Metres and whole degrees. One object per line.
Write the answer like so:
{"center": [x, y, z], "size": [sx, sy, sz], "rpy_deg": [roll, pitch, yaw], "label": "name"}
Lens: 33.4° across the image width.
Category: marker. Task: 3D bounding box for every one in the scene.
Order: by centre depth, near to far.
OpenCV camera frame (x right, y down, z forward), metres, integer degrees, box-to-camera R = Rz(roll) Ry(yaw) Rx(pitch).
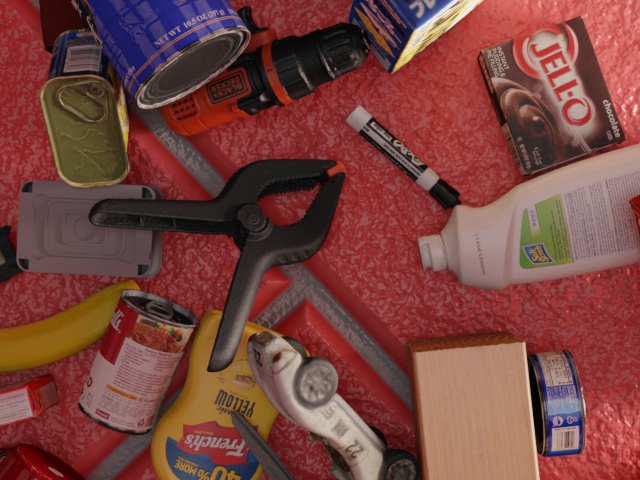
{"center": [0.072, -0.069, 0.907], "size": [0.121, 0.020, 0.020], "rpy_deg": [41, 91, 1], "label": "marker"}

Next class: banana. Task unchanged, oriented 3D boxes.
{"center": [-0.249, 0.075, 0.903], "size": [0.198, 0.037, 0.069], "rpy_deg": [-5, 90, 1], "label": "banana"}

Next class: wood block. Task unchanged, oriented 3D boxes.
{"center": [0.127, 0.184, 0.872], "size": [0.091, 0.090, 0.206], "rpy_deg": [-6, 91, 1], "label": "wood block"}

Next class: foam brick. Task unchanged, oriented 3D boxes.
{"center": [-0.191, -0.184, 0.893], "size": [0.078, 0.053, 0.051], "rpy_deg": [-6, 90, 1], "label": "foam brick"}

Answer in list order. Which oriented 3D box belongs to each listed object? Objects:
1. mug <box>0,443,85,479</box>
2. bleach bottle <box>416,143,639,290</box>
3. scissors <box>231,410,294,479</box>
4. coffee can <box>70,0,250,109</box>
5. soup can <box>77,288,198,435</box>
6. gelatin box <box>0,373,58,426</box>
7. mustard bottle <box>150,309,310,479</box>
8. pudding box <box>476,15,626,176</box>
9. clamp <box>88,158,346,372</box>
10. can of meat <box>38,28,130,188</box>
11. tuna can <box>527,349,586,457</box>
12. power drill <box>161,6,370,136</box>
{"center": [-0.249, 0.217, 0.885], "size": [0.117, 0.093, 0.081], "rpy_deg": [32, 85, 37], "label": "mug"}
{"center": [0.204, -0.021, 0.884], "size": [0.251, 0.068, 0.102], "rpy_deg": [-12, 92, 3], "label": "bleach bottle"}
{"center": [-0.027, 0.233, 0.887], "size": [0.201, 0.016, 0.096], "rpy_deg": [41, 99, -15], "label": "scissors"}
{"center": [-0.133, -0.187, 0.812], "size": [0.103, 0.103, 0.140], "rpy_deg": [-33, 85, 1], "label": "coffee can"}
{"center": [-0.151, 0.100, 0.881], "size": [0.068, 0.068, 0.102], "rpy_deg": [24, 98, 0], "label": "soup can"}
{"center": [-0.270, 0.140, 0.885], "size": [0.089, 0.073, 0.030], "rpy_deg": [-16, 90, 1], "label": "gelatin box"}
{"center": [-0.087, 0.161, 0.890], "size": [0.096, 0.058, 0.191], "rpy_deg": [23, 91, -13], "label": "mustard bottle"}
{"center": [0.192, -0.120, 0.895], "size": [0.090, 0.039, 0.113], "rpy_deg": [-19, 90, 0], "label": "pudding box"}
{"center": [-0.056, 0.001, 0.853], "size": [0.209, 0.036, 0.164], "rpy_deg": [-26, 73, -27], "label": "clamp"}
{"center": [-0.185, -0.108, 0.854], "size": [0.057, 0.084, 0.102], "rpy_deg": [-5, 129, -2], "label": "can of meat"}
{"center": [0.191, 0.133, 0.873], "size": [0.034, 0.086, 0.086], "rpy_deg": [-6, 90, 2], "label": "tuna can"}
{"center": [-0.067, -0.196, 0.873], "size": [0.185, 0.057, 0.187], "rpy_deg": [-19, 87, 16], "label": "power drill"}
